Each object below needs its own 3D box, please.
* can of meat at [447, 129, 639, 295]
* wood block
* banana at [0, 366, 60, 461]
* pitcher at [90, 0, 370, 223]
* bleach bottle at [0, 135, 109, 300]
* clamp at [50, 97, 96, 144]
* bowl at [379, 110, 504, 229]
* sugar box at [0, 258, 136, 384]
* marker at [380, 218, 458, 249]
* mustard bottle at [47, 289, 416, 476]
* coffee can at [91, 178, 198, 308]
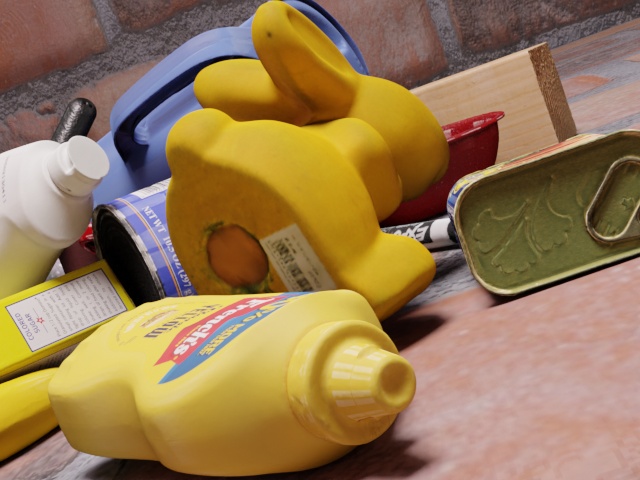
[{"bbox_3d":[0.115,-0.017,0.529,0.102,0.057,0.084,-19,5,4],"label":"can of meat"},{"bbox_3d":[0.114,-0.100,0.967,0.206,0.090,0.090,-17,8,25],"label":"wood block"},{"bbox_3d":[-0.200,0.108,0.538,0.197,0.037,0.070,-24,9,-27],"label":"banana"},{"bbox_3d":[-0.086,-0.077,0.818,0.243,0.149,0.145,-29,19,30],"label":"pitcher"},{"bbox_3d":[-0.213,0.023,0.653,0.068,0.102,0.251,20,-45,-42],"label":"bleach bottle"},{"bbox_3d":[-0.237,-0.014,0.867,0.210,0.036,0.165,-81,18,-56],"label":"clamp"},{"bbox_3d":[0.076,-0.050,0.845,0.162,0.055,0.162,-20,8,3],"label":"bowl"},{"bbox_3d":[-0.197,0.075,0.600,0.175,0.048,0.093,-21,-19,-40],"label":"sugar box"},{"bbox_3d":[0.064,-0.002,0.687,0.020,0.020,0.121,-26,10,-37],"label":"marker"},{"bbox_3d":[-0.029,0.052,0.411,0.096,0.058,0.192,-25,10,-33],"label":"mustard bottle"},{"bbox_3d":[-0.054,0.001,0.656,0.140,0.103,0.103,-24,9,-25],"label":"coffee can"}]
